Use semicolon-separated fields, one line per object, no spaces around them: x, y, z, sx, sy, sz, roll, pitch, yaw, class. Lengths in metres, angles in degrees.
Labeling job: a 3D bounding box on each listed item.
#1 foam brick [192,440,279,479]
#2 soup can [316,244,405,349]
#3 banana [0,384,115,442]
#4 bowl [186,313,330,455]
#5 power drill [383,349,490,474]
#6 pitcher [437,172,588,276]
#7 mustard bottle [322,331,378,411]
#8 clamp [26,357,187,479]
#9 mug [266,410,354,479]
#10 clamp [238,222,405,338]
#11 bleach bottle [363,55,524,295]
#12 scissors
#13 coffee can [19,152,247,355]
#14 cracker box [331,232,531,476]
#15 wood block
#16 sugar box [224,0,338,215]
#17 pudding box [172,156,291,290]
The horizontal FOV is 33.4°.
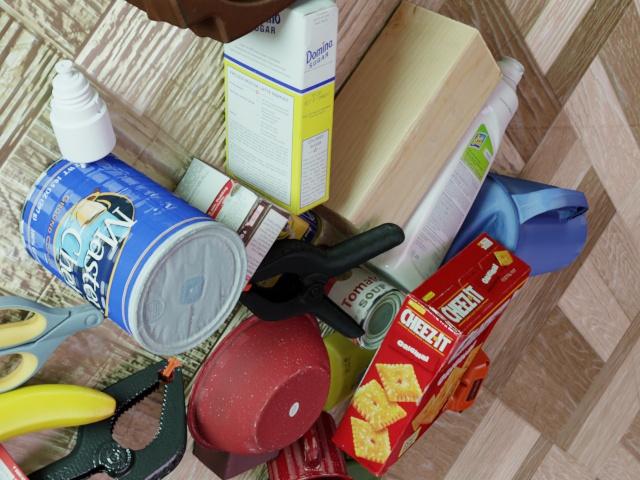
-0.081;0.195;1.074;0.078;0.053;0.051;-16;127;-44;foam brick
0.025;0.056;1.056;0.068;0.102;0.068;-31;137;-34;soup can
-0.250;0.152;0.820;0.197;0.069;0.037;-32;173;-42;banana
-0.043;0.140;0.979;0.161;0.055;0.162;-29;137;-31;bowl
0.125;0.191;1.307;0.187;0.057;0.185;-26;148;-36;power drill
0.222;-0.016;1.218;0.242;0.149;0.145;-2;117;-55;pitcher
0.066;0.114;1.189;0.191;0.058;0.096;-26;144;-39;mustard bottle
-0.168;0.197;0.901;0.209;0.164;0.036;-52;172;-25;clamp
-0.016;0.225;1.123;0.093;0.081;0.117;-10;145;-7;mug
-0.004;0.027;0.931;0.171;0.039;0.120;11;110;-40;clamp
0.130;-0.069;1.068;0.251;0.068;0.102;-58;147;-6;bleach bottle
-0.193;0.075;0.839;0.201;0.016;0.096;-1;125;-37;scissors
-0.137;0.006;0.779;0.102;0.140;0.103;-31;137;-34;coffee can
0.112;0.115;1.078;0.163;0.072;0.214;-34;155;-49;cracker box
0.068;-0.105;0.998;0.206;0.091;0.090;-56;146;-5;wood block
-0.034;-0.118;0.858;0.048;0.093;0.176;-27;135;-39;sugar box
-0.087;-0.009;0.856;0.039;0.114;0.090;32;90;-39;pudding box
